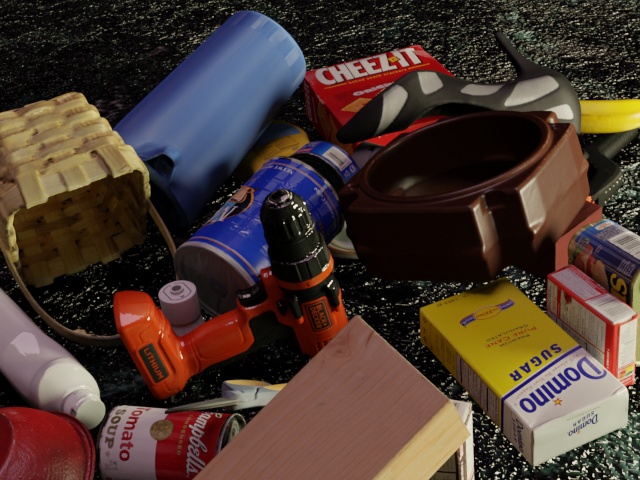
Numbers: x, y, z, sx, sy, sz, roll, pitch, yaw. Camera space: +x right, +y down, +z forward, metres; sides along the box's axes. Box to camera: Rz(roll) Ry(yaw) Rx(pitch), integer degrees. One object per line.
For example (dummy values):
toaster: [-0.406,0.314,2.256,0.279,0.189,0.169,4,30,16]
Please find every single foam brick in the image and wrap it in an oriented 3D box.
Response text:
foam brick: [0.229,-0.004,1.031,0.078,0.051,0.053,-31,41,-31]

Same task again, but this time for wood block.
wood block: [-0.009,0.163,0.705,0.206,0.090,0.091,-45,61,-6]

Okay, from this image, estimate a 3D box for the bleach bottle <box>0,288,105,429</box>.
bleach bottle: [-0.273,0.092,0.945,0.251,0.102,0.068,28,68,42]

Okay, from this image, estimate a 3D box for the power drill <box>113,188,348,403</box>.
power drill: [-0.076,0.053,0.907,0.187,0.184,0.057,-18,38,1]

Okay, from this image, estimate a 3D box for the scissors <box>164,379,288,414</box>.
scissors: [-0.077,0.124,0.847,0.096,0.016,0.201,0,-3,41]

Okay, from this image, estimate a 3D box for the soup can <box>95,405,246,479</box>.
soup can: [-0.115,0.165,0.833,0.102,0.068,0.068,2,35,16]

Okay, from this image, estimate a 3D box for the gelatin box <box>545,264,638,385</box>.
gelatin box: [0.226,0.073,0.896,0.030,0.073,0.089,-20,34,-19]

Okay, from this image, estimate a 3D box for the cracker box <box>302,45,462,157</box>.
cracker box: [0.086,-0.154,1.268,0.164,0.072,0.214,-15,33,-11]

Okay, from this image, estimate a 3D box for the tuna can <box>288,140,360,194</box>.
tuna can: [0.001,-0.058,1.090,0.086,0.086,0.033,15,37,30]

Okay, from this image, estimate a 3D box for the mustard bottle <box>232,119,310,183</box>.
mustard bottle: [-0.052,-0.093,1.218,0.096,0.058,0.192,-26,37,-15]

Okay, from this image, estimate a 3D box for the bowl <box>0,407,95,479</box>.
bowl: [-0.252,0.182,0.801,0.162,0.055,0.162,-20,40,17]

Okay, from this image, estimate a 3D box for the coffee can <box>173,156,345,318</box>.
coffee can: [-0.057,0.001,1.018,0.103,0.103,0.140,17,49,33]

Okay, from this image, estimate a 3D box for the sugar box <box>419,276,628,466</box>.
sugar box: [0.165,0.103,0.889,0.093,0.048,0.176,-20,34,-18]

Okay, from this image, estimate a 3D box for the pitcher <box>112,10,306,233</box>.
pitcher: [-0.129,-0.134,1.177,0.149,0.145,0.242,23,63,34]
